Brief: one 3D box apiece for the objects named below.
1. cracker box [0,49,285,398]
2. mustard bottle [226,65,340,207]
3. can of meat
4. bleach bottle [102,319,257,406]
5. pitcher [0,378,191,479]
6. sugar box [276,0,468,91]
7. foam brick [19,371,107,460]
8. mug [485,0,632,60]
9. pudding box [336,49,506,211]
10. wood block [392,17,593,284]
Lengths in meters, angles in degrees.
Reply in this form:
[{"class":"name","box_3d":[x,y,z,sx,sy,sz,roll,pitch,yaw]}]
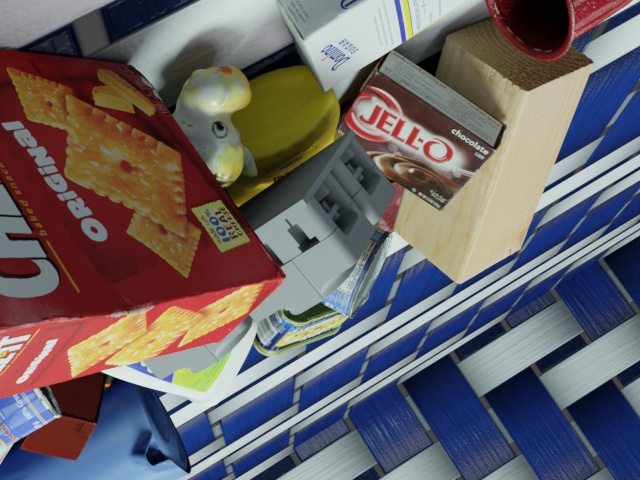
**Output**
[{"class":"cracker box","box_3d":[-0.135,-0.017,0.521,0.072,0.164,0.213,-44,162,25]},{"class":"mustard bottle","box_3d":[-0.029,-0.062,0.805,0.096,0.058,0.191,-31,166,-4]},{"class":"can of meat","box_3d":[-0.013,0.062,1.030,0.101,0.057,0.084,-18,164,-28]},{"class":"bleach bottle","box_3d":[-0.159,0.071,0.862,0.250,0.068,0.102,21,100,-54]},{"class":"pitcher","box_3d":[-0.278,0.254,1.197,0.243,0.145,0.149,-29,153,-2]},{"class":"sugar box","box_3d":[0.060,-0.170,0.672,0.176,0.048,0.093,-29,165,1]},{"class":"foam brick","box_3d":[-0.225,0.149,0.933,0.053,0.051,0.078,18,138,-18]},{"class":"mug","box_3d":[0.174,-0.197,0.758,0.081,0.093,0.117,-33,137,-19]},{"class":"pudding box","box_3d":[0.075,-0.086,0.842,0.090,0.113,0.039,-53,-172,52]},{"class":"wood block","box_3d":[0.141,-0.077,0.913,0.090,0.090,0.206,-27,145,-35]}]
